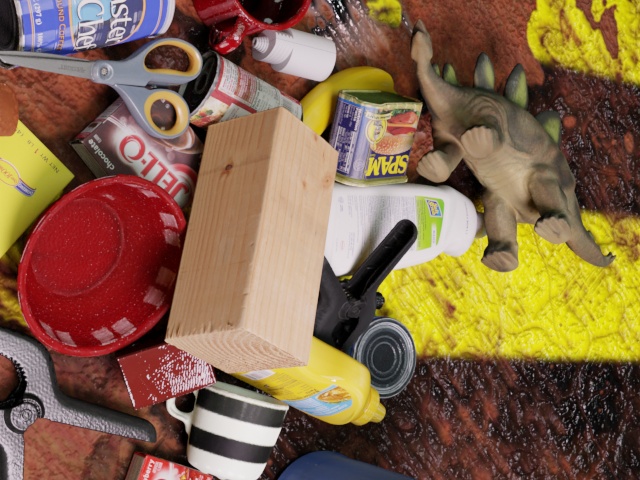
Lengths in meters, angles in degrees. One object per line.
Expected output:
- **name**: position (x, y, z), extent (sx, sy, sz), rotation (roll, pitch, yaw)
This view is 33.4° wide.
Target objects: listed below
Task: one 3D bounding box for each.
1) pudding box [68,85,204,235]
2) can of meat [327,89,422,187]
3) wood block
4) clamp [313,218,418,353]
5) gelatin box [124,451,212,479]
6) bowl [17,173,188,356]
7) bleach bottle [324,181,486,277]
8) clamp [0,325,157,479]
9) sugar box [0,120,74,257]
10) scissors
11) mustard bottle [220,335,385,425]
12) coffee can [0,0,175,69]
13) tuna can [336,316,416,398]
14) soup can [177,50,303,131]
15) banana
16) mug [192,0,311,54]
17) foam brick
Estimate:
- **pudding box**: position (-0.155, -0.074, 0.957), extent (0.090, 0.039, 0.113), rotation (-49, 115, -25)
- **can of meat**: position (0.052, -0.103, 1.063), extent (0.101, 0.058, 0.084), rotation (-9, 117, -50)
- **wood block**: position (-0.056, 0.001, 0.923), extent (0.090, 0.091, 0.206), rotation (36, 54, -45)
- **clamp**: position (0.018, 0.053, 1.016), extent (0.120, 0.039, 0.172), rotation (-3, 130, -33)
- **gelatin box**: position (-0.146, 0.244, 0.964), extent (0.073, 0.030, 0.089), rotation (26, 74, -31)
- **bowl**: position (-0.192, 0.014, 0.903), extent (0.161, 0.055, 0.162), rotation (-20, 122, -35)
- **bleach bottle**: position (0.078, -0.009, 1.104), extent (0.250, 0.068, 0.102), rotation (0, 92, -37)
- **clamp**: position (-0.241, 0.141, 0.895), extent (0.164, 0.036, 0.210), rotation (-33, 109, -27)
- **sugar box**: position (-0.292, -0.020, 0.858), extent (0.093, 0.048, 0.176), rotation (47, 64, -25)
- **scissors**: position (-0.174, -0.121, 0.885), extent (0.201, 0.016, 0.096), rotation (-21, 113, -45)
- **mustard bottle**: position (-0.010, 0.129, 1.019), extent (0.191, 0.096, 0.058), rotation (33, 51, -30)
- **coffee can**: position (-0.207, -0.207, 0.885), extent (0.140, 0.103, 0.103), rotation (-21, 101, -33)
- **tuna can**: position (0.057, 0.120, 1.104), extent (0.085, 0.034, 0.086), rotation (1, 89, -35)
- **soup can**: position (-0.075, -0.123, 0.996), extent (0.102, 0.069, 0.068), rotation (26, 75, -32)
- **banana**: position (0.013, -0.127, 1.075), extent (0.197, 0.037, 0.069), rotation (-34, 107, -30)
- **mug**: position (-0.071, -0.224, 0.991), extent (0.093, 0.082, 0.117), rotation (29, 73, -31)
- **foam brick**: position (-0.136, 0.109, 0.943), extent (0.078, 0.053, 0.051), rotation (-17, 100, -8)
